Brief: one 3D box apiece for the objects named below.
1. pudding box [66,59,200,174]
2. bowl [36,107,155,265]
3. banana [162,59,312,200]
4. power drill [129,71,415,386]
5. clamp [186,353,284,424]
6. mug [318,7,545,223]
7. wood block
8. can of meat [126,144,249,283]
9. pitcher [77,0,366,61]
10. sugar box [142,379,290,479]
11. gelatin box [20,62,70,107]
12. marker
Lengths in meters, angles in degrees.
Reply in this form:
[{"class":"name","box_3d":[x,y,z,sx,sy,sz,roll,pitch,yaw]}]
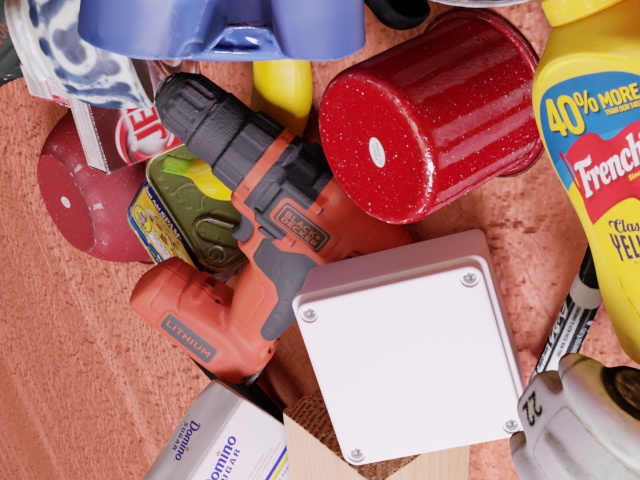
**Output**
[{"class":"pudding box","box_3d":[-0.131,-0.114,0.742,0.039,0.089,0.113,16,126,50]},{"class":"bowl","box_3d":[-0.198,-0.041,0.926,0.162,0.055,0.162,34,139,36]},{"class":"banana","box_3d":[-0.044,-0.075,0.682,0.069,0.037,0.198,26,143,-13]},{"class":"power drill","box_3d":[-0.054,0.001,0.684,0.184,0.057,0.188,39,135,-2]},{"class":"clamp","box_3d":[-0.075,0.107,0.863,0.171,0.039,0.120,53,178,-15]},{"class":"mug","box_3d":[0.048,-0.056,0.542,0.093,0.081,0.117,61,148,0]},{"class":"wood block","box_3d":[0.042,0.193,0.738,0.091,0.090,0.206,30,137,40]},{"class":"can of meat","box_3d":[-0.098,-0.012,0.807,0.102,0.057,0.084,57,149,7]},{"class":"pitcher","box_3d":[-0.042,-0.205,0.464,0.149,0.144,0.243,18,116,31]},{"class":"sugar box","box_3d":[-0.042,0.176,0.764,0.048,0.093,0.176,24,166,46]},{"class":"gelatin box","box_3d":[-0.171,-0.128,0.804,0.089,0.073,0.030,20,131,46]},{"class":"marker","box_3d":[0.133,0.041,0.557,0.020,0.020,0.121,42,143,28]}]
